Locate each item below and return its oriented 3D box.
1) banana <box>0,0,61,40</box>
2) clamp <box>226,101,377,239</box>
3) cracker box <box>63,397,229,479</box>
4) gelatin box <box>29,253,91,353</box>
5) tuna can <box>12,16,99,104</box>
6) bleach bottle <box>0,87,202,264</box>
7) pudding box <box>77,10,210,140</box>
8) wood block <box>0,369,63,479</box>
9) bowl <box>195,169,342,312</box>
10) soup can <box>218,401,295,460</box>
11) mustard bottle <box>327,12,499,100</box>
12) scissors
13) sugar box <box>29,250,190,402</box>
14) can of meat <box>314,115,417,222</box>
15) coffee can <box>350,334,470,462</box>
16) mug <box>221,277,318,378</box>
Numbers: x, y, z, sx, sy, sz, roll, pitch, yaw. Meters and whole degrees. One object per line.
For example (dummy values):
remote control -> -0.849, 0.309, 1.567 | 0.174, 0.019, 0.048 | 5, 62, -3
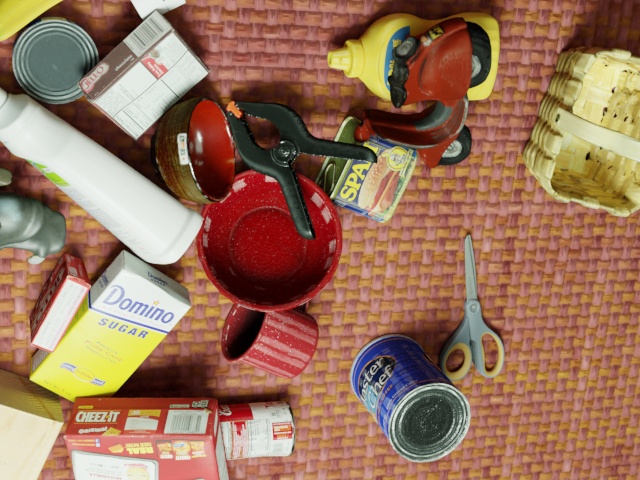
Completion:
banana -> -0.257, -0.248, 1.057 | 0.197, 0.070, 0.037 | -36, 150, -11
clamp -> -0.037, -0.084, 1.159 | 0.171, 0.039, 0.120 | 32, 91, 9
cracker box -> -0.188, 0.276, 1.218 | 0.164, 0.072, 0.214 | -1, 125, 4
gelatin box -> -0.284, 0.066, 1.156 | 0.030, 0.073, 0.089 | 26, 100, -23
tuna can -> -0.271, -0.185, 1.091 | 0.086, 0.034, 0.086 | -6, 111, -16
bleach bottle -> -0.244, -0.073, 1.102 | 0.250, 0.103, 0.068 | 41, 70, -26
pudding box -> -0.181, -0.168, 1.102 | 0.113, 0.039, 0.090 | -41, 151, 2
wood block -> -0.371, 0.258, 1.189 | 0.090, 0.091, 0.206 | 22, 101, -24
bowl -> -0.058, 0.001, 1.194 | 0.162, 0.055, 0.162 | 1, 82, -5
soup can -> -0.087, 0.229, 1.280 | 0.102, 0.068, 0.068 | -1, 109, -18
mustard bottle -> 0.101, -0.204, 1.189 | 0.191, 0.058, 0.096 | -4, 115, -16
scissors -> 0.176, 0.097, 1.345 | 0.096, 0.016, 0.201 | -26, 115, -7
sugar box -> -0.234, 0.103, 1.184 | 0.093, 0.048, 0.176 | 33, 110, -27
can of meat -> 0.053, -0.079, 1.220 | 0.083, 0.057, 0.102 | 20, 103, -26
coffee can -> 0.106, 0.187, 1.286 | 0.102, 0.140, 0.103 | -6, 111, -16
mug -> -0.052, 0.099, 1.238 | 0.081, 0.093, 0.117 | 27, 81, -29
